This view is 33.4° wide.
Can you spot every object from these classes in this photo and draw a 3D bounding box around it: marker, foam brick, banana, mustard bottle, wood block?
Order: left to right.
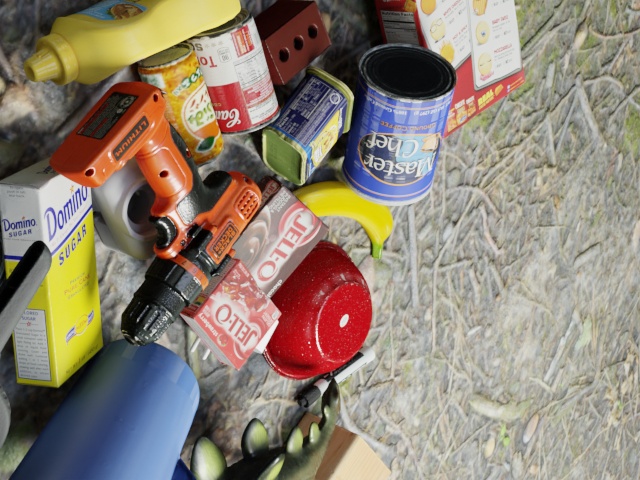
[{"bbox_3d":[-0.165,-0.177,0.894,0.191,0.096,0.058,-34,125,-35],"label":"mustard bottle"},{"bbox_3d":[-0.038,-0.197,1.054,0.078,0.051,0.053,-45,130,-28],"label":"foam brick"},{"bbox_3d":[-0.023,0.312,1.198,0.206,0.090,0.090,-54,133,-20],"label":"wood block"},{"bbox_3d":[0.018,0.159,1.246,0.120,0.020,0.020,-31,123,-36],"label":"marker"},{"bbox_3d":[0.026,-0.031,1.184,0.197,0.037,0.069,22,86,-47],"label":"banana"}]

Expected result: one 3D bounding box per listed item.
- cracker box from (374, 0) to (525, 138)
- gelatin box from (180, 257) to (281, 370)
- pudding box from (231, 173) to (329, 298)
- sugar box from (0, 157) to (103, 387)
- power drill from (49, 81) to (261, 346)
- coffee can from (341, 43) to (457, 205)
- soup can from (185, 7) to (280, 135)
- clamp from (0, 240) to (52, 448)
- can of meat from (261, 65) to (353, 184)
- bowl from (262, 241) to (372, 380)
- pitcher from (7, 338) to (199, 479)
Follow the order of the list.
[{"bbox_3d":[0.143,-0.245,1.193,0.164,0.072,0.213,-35,123,-33],"label":"cracker box"},{"bbox_3d":[-0.085,0.070,1.022,0.073,0.030,0.089,-52,132,-22],"label":"gelatin box"},{"bbox_3d":[-0.057,0.001,1.084,0.113,0.039,0.090,-48,134,1],"label":"pudding box"},{"bbox_3d":[-0.226,0.025,0.904,0.093,0.048,0.176,-53,147,-67],"label":"sugar box"},{"bbox_3d":[-0.144,-0.026,0.903,0.184,0.057,0.187,-57,138,-23],"label":"power drill"},{"bbox_3d":[0.081,-0.122,1.131,0.102,0.103,0.140,-33,147,-36],"label":"coffee can"},{"bbox_3d":[-0.083,-0.159,1.007,0.068,0.069,0.102,-38,126,-33],"label":"soup can"},{"bbox_3d":[-0.267,0.100,0.783,0.164,0.036,0.210,-14,110,-28],"label":"clamp"},{"bbox_3d":[-0.015,-0.113,1.078,0.084,0.057,0.102,-54,170,-17],"label":"can of meat"},{"bbox_3d":[0.008,0.085,1.187,0.161,0.055,0.162,-15,112,-43],"label":"bowl"},{"bbox_3d":[-0.178,0.201,0.904,0.242,0.145,0.149,-69,142,-53],"label":"pitcher"}]
